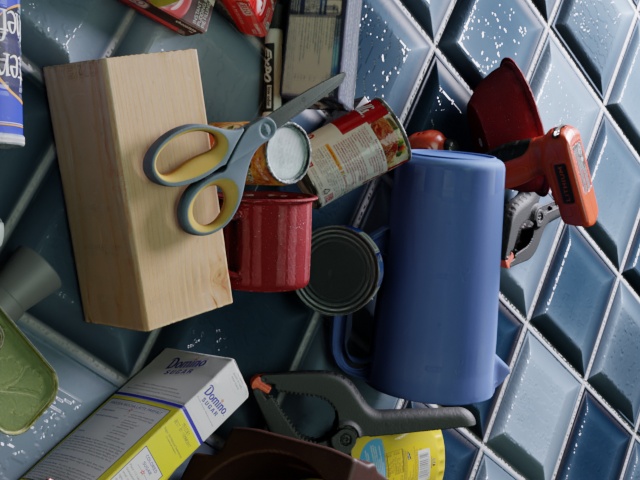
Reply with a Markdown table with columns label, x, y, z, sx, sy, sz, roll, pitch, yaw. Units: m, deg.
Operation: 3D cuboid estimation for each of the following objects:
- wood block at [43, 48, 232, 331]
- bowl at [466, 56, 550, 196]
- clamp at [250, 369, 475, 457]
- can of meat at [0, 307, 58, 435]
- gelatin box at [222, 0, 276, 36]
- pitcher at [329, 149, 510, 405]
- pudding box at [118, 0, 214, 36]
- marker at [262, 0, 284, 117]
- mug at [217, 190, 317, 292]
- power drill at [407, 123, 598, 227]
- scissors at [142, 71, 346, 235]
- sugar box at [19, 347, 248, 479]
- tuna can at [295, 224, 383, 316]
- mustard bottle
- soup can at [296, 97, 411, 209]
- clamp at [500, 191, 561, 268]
| label | x | y | z | sx | sy | sz | roll | pitch | yaw |
| --- | --- | --- | --- | --- | --- | --- | --- | --- | --- |
| wood block | -0.144 | -0.042 | 0.849 | 0.090 | 0.090 | 0.206 | -17 | 104 | -44 |
| bowl | 0.203 | -0.119 | 1.189 | 0.055 | 0.162 | 0.162 | -16 | 108 | -1 |
| clamp | 0.021 | 0.194 | 0.995 | 0.210 | 0.036 | 0.164 | 26 | 85 | -6 |
| can of meat | -0.248 | 0.084 | 0.751 | 0.057 | 0.084 | 0.102 | -52 | 125 | -31 |
| gelatin box | -0.057 | -0.237 | 0.949 | 0.073 | 0.030 | 0.089 | 57 | 45 | -72 |
| pitcher | 0.108 | 0.034 | 1.064 | 0.148 | 0.145 | 0.243 | -7 | 105 | -51 |
| pudding box | -0.126 | -0.241 | 0.896 | 0.089 | 0.039 | 0.113 | 23 | 76 | -44 |
| marker | -0.044 | -0.164 | 0.997 | 0.020 | 0.020 | 0.121 | 1 | 90 | -46 |
| mug | -0.056 | 0.001 | 0.938 | 0.117 | 0.093 | 0.081 | -9 | 103 | -56 |
| power drill | 0.189 | -0.038 | 1.122 | 0.057 | 0.188 | 0.184 | -39 | 116 | -60 |
| scissors | -0.049 | -0.068 | 0.850 | 0.201 | 0.016 | 0.096 | -20 | 110 | -34 |
| sugar box | -0.146 | 0.158 | 0.850 | 0.176 | 0.094 | 0.048 | -39 | 119 | -37 |
| tuna can | 0.017 | 0.028 | 1.017 | 0.033 | 0.086 | 0.086 | -15 | 104 | -76 |
| mustard bottle | 0.046 | 0.234 | 1.075 | 0.191 | 0.058 | 0.096 | -6 | 99 | -46 |
| soup can | 0.025 | -0.081 | 0.998 | 0.102 | 0.069 | 0.068 | -29 | 115 | -8 |
| clamp | 0.250 | -0.042 | 1.287 | 0.171 | 0.039 | 0.120 | -48 | 122 | -33 |
